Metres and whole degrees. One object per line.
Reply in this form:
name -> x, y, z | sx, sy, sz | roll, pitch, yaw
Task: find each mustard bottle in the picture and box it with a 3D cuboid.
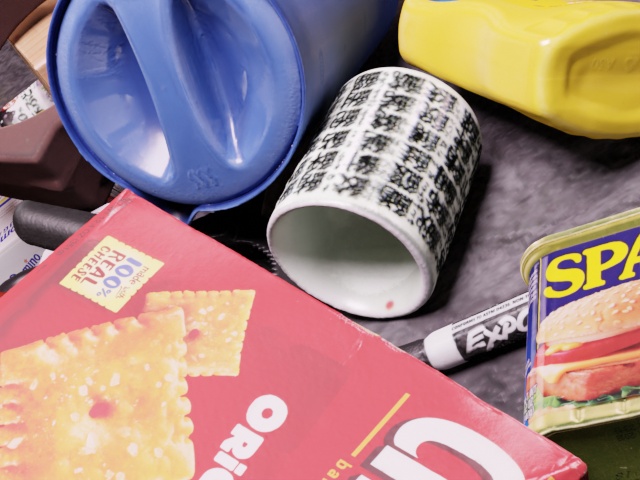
mustard bottle -> 0.094, -0.100, 0.530 | 0.096, 0.058, 0.192 | -7, 22, -22

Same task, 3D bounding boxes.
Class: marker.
marker -> 0.075, 0.036, 0.444 | 0.121, 0.020, 0.020 | -26, 35, 23

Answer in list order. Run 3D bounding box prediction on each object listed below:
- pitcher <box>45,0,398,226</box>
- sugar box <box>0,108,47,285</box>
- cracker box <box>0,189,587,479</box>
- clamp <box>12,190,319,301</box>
pitcher -> -0.033, -0.129, 0.592 | 0.149, 0.145, 0.242 | -31, 11, 29
sugar box -> -0.227, -0.028, 0.820 | 0.093, 0.048, 0.176 | -36, 36, 9
cracker box -> -0.046, 0.091, 0.358 | 0.214, 0.072, 0.164 | 29, 60, 32
clamp -> -0.054, 0.001, 0.578 | 0.164, 0.036, 0.210 | -28, 42, -24
